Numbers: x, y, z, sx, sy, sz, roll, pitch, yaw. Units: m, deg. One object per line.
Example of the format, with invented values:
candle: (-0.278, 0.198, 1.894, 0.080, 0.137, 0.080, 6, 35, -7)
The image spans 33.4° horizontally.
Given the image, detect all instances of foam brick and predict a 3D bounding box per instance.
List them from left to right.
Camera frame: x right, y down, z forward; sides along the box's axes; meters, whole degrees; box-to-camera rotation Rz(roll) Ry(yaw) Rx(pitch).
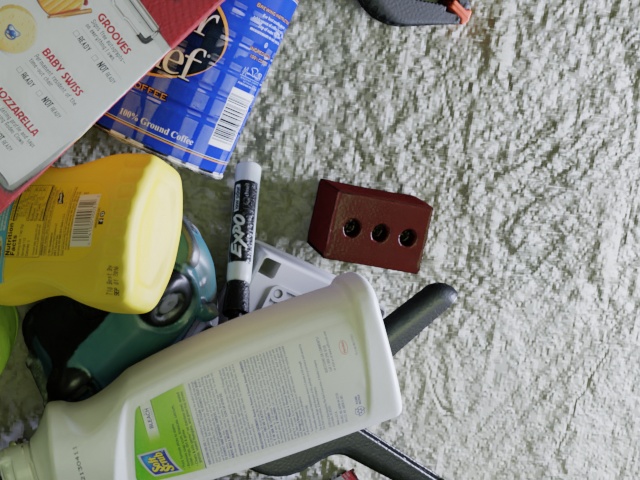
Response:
foam brick: (0.036, -0.011, 0.789, 0.078, 0.051, 0.053, 9, 100, -18)

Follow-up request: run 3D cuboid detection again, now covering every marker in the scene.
marker: (-0.055, 0.001, 0.747, 0.020, 0.020, 0.121, 12, 62, -18)

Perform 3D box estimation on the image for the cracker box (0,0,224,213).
cracker box: (-0.168, -0.144, 0.595, 0.214, 0.072, 0.164, -43, 115, 6)

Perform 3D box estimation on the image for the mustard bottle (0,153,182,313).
mustard bottle: (-0.184, -0.006, 0.681, 0.058, 0.192, 0.096, 34, 61, -60)

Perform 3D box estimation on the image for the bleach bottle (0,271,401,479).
bleach bottle: (-0.079, 0.102, 0.681, 0.250, 0.068, 0.102, -16, 98, -11)

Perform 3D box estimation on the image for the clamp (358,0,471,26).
clamp: (0.042, -0.216, 0.751, 0.171, 0.039, 0.120, 24, 100, -26)

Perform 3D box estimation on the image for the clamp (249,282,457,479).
clamp: (0.007, 0.127, 0.759, 0.209, 0.036, 0.164, -11, 103, -15)

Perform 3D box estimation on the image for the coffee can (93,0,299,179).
coffee can: (-0.083, -0.125, 0.701, 0.102, 0.103, 0.140, 22, 96, -20)
